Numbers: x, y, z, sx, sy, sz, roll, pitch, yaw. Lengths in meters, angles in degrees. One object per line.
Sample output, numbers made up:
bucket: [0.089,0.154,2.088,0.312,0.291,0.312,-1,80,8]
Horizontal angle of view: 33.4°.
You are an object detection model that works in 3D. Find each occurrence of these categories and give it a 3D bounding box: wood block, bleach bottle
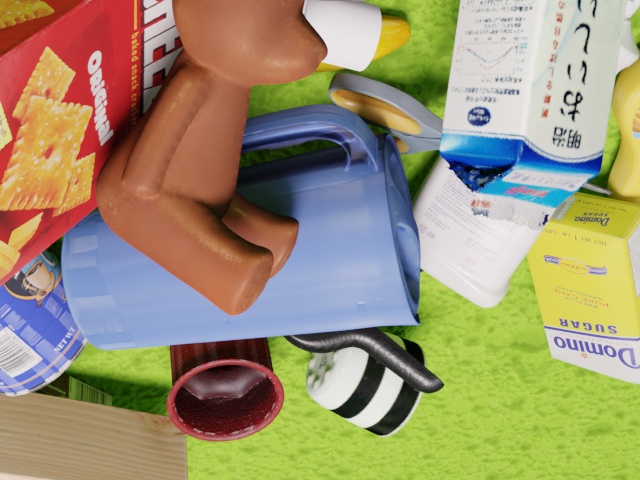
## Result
wood block: [-0.218,0.185,0.850,0.205,0.091,0.090,14,125,-20]
bleach bottle: [0.155,-0.075,0.772,0.102,0.068,0.251,34,119,3]

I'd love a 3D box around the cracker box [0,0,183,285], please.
cracker box: [-0.157,-0.080,0.611,0.072,0.213,0.164,31,141,16]

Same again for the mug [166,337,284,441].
mug: [-0.082,0.112,0.876,0.093,0.081,0.117,-1,128,-11]

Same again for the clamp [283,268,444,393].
clamp: [0.027,0.063,0.851,0.171,0.120,0.039,-1,164,-6]

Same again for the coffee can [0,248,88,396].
coffee can: [-0.242,0.031,0.764,0.103,0.103,0.140,-28,129,11]

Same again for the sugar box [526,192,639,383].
sugar box: [0.223,0.040,0.872,0.048,0.093,0.176,-47,135,-30]

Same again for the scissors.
scissors: [0.095,-0.063,0.750,0.201,0.016,0.096,25,164,-4]

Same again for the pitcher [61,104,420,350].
pitcher: [-0.055,0.001,0.747,0.243,0.149,0.145,-9,175,11]
